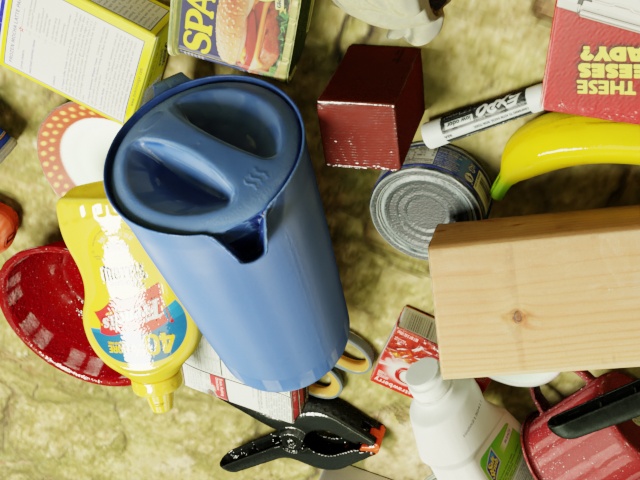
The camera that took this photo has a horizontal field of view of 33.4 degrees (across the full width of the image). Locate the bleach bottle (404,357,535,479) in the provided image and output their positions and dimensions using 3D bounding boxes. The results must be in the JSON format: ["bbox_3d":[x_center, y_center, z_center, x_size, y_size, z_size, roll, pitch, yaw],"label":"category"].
[{"bbox_3d":[0.140,0.181,0.860,0.068,0.102,0.250,-9,129,37],"label":"bleach bottle"}]

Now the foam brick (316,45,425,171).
[{"bbox_3d":[0.035,-0.088,0.705,0.053,0.078,0.051,6,129,18],"label":"foam brick"}]

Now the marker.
[{"bbox_3d":[0.123,-0.087,0.709,0.121,0.020,0.020,-17,120,33],"label":"marker"}]

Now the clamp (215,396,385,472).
[{"bbox_3d":[-0.027,0.182,0.987,0.171,0.039,0.120,12,133,13],"label":"clamp"}]

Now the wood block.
[{"bbox_3d":[0.180,0.029,0.690,0.206,0.090,0.091,-5,99,12],"label":"wood block"}]

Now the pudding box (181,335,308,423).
[{"bbox_3d":[-0.067,0.102,0.916,0.114,0.039,0.090,16,138,16],"label":"pudding box"}]

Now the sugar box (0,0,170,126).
[{"bbox_3d":[-0.196,-0.160,0.765,0.176,0.048,0.093,29,134,2],"label":"sugar box"}]

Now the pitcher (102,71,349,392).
[{"bbox_3d":[-0.055,0.001,0.770,0.145,0.149,0.243,11,148,21],"label":"pitcher"}]

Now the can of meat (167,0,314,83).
[{"bbox_3d":[-0.049,-0.159,0.696,0.084,0.057,0.102,17,133,5],"label":"can of meat"}]

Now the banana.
[{"bbox_3d":[0.202,-0.058,0.692,0.198,0.037,0.069,1,147,24],"label":"banana"}]

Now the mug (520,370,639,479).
[{"bbox_3d":[0.211,0.145,0.832,0.082,0.093,0.117,-45,71,37],"label":"mug"}]

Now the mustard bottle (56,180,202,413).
[{"bbox_3d":[-0.142,0.048,0.842,0.096,0.058,0.191,-5,110,9],"label":"mustard bottle"}]

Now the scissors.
[{"bbox_3d":[-0.052,0.083,0.929,0.202,0.016,0.096,18,133,8],"label":"scissors"}]

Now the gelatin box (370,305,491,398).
[{"bbox_3d":[0.094,0.102,0.874,0.089,0.030,0.073,24,134,3],"label":"gelatin box"}]

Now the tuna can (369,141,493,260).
[{"bbox_3d":[0.079,-0.027,0.769,0.086,0.033,0.086,12,132,13],"label":"tuna can"}]

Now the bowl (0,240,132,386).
[{"bbox_3d":[-0.199,0.053,0.938,0.162,0.055,0.162,12,132,13],"label":"bowl"}]
